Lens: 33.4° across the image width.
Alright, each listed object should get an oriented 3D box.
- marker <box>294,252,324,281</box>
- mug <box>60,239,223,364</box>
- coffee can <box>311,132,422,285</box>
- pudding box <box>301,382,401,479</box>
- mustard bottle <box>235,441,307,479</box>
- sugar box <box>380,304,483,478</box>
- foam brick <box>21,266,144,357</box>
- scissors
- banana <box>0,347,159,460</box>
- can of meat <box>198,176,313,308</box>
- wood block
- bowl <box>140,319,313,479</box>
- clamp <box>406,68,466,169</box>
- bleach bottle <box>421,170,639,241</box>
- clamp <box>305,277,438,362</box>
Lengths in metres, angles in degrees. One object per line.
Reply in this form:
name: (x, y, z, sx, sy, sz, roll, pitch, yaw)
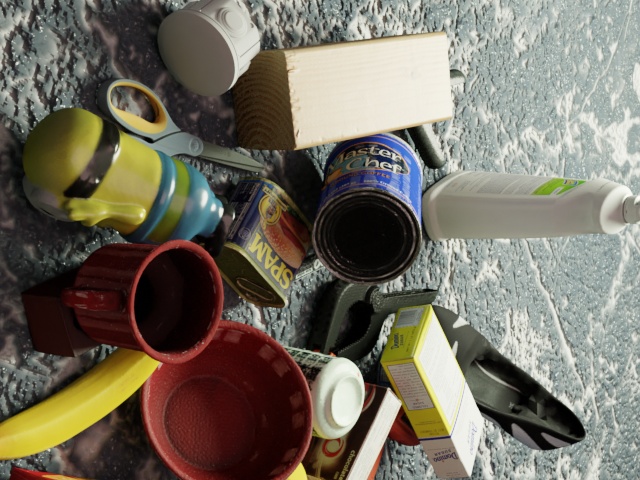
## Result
marker: (0.002, 0.018, 1.085, 0.120, 0.020, 0.020, -25, 113, -31)
mug: (-0.143, 0.044, 0.811, 0.117, 0.082, 0.093, -1, 94, -48)
coffee can: (0.048, -0.034, 1.045, 0.140, 0.103, 0.103, -79, 154, -62)
pudding box: (0.020, 0.197, 1.089, 0.039, 0.090, 0.113, 47, 60, -42)
mustard bottle: (-0.036, 0.277, 1.027, 0.058, 0.096, 0.191, -68, 141, -50)
sugar box: (0.124, 0.166, 1.163, 0.176, 0.048, 0.093, 66, 29, -27)
foam brick: (-0.191, 0.054, 0.860, 0.078, 0.051, 0.053, -28, 114, -44)
scissors: (-0.128, -0.070, 0.948, 0.201, 0.016, 0.096, 36, 69, -44)
banana: (-0.193, 0.123, 0.864, 0.197, 0.037, 0.070, -38, 149, -31)
can of meat: (-0.057, 0.001, 1.008, 0.102, 0.058, 0.084, 51, 54, -40)
wood block: (0.023, -0.147, 1.036, 0.205, 0.090, 0.091, -15, 104, -38)
bowl: (-0.090, 0.155, 0.953, 0.162, 0.055, 0.162, 12, 61, -22)
clamp: (0.099, -0.150, 1.186, 0.171, 0.039, 0.120, 12, 80, -43)
bleach bottle: (0.244, -0.036, 1.201, 0.102, 0.251, 0.068, -36, 120, -41)
clamp: (0.047, 0.052, 1.147, 0.209, 0.036, 0.164, -43, 123, -38)
